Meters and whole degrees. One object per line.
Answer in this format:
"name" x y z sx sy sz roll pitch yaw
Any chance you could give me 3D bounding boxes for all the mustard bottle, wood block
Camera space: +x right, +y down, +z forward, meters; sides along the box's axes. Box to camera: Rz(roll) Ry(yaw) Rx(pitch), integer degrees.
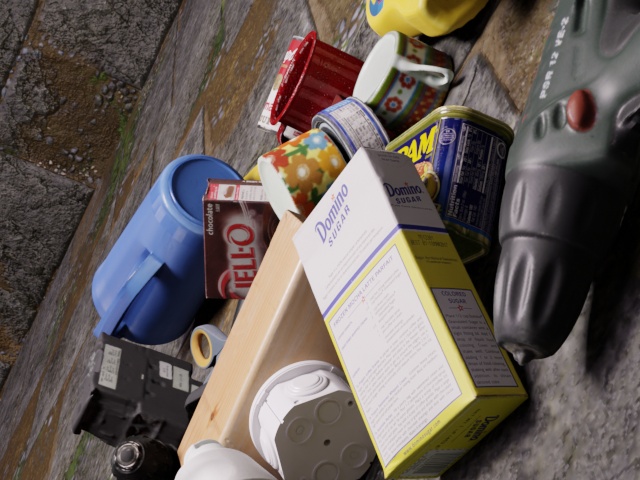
"mustard bottle" 0.084 -0.212 0.893 0.096 0.058 0.192 -59 17 -3
"wood block" -0.020 0.094 0.779 0.206 0.090 0.091 -65 18 7

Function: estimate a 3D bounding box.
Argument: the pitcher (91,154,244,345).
"pitcher" -0.173 0.017 1.219 0.243 0.144 0.149 -52 42 49

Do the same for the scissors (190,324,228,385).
"scissors" -0.086 0.087 1.013 0.096 0.016 0.202 59 142 33

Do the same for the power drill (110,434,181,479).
"power drill" -0.130 0.256 0.834 0.184 0.057 0.187 55 -136 -60

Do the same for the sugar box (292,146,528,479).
"sugar box" 0.046 0.040 0.624 0.093 0.048 0.176 -52 45 39

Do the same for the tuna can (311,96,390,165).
"tuna can" 0.027 -0.068 0.842 0.033 0.086 0.086 -27 11 -14

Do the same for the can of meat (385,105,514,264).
"can of meat" 0.076 -0.028 0.700 0.102 0.057 0.084 -32 41 61

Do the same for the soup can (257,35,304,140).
"soup can" -0.016 -0.150 1.100 0.102 0.068 0.068 -67 17 4

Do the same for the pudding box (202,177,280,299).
"pudding box" -0.056 0.001 0.935 0.039 0.090 0.113 -90 1 -55

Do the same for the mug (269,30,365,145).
"mug" 0.004 -0.122 0.976 0.117 0.081 0.093 -58 17 31
